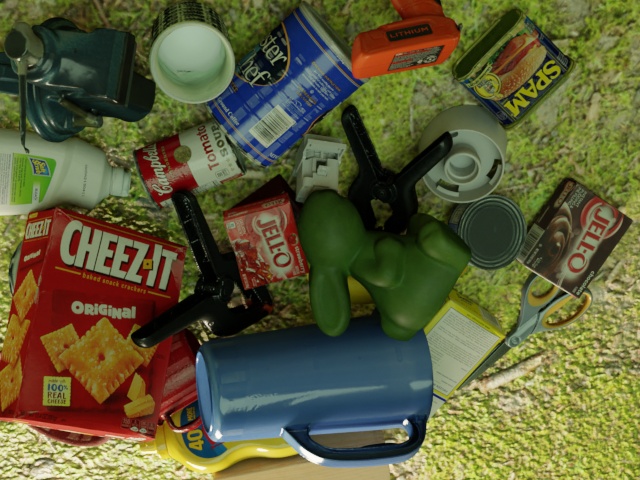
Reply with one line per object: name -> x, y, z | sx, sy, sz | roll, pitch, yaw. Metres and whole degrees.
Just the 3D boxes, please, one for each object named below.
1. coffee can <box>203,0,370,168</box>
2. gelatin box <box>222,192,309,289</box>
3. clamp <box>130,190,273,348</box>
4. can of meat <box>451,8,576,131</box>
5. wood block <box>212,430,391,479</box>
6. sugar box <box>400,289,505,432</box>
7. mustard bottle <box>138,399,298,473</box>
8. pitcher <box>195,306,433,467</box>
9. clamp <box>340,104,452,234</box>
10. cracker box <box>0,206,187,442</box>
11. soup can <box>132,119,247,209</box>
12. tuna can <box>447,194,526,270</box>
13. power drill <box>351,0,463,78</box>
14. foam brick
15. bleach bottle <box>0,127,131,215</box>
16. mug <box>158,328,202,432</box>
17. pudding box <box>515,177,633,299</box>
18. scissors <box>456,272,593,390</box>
coffee can -> -0.035, -0.156, 1.075 | 0.140, 0.103, 0.102 | -40, 115, 12
gelatin box -> -0.057, 0.001, 1.131 | 0.073, 0.030, 0.089 | -15, 117, -1
clamp -> -0.120, 0.059, 1.144 | 0.209, 0.036, 0.164 | 40, 66, -54
can of meat -> 0.202, -0.181, 1.122 | 0.084, 0.057, 0.102 | 40, 104, -20
wood block -> -0.023, 0.278, 1.300 | 0.206, 0.090, 0.091 | -10, 117, -2
sugar box -> 0.129, 0.145, 1.280 | 0.093, 0.048, 0.176 | 33, 112, -21
mustard bottle -> -0.119, 0.222, 1.256 | 0.191, 0.096, 0.058 | -13, 150, 0
pitcher -> -0.005, 0.159, 1.152 | 0.242, 0.149, 0.145 | -5, 102, -15
clamp -> 0.081, -0.062, 1.153 | 0.120, 0.039, 0.171 | 14, 130, 21
cracker box -> -0.234, 0.090, 1.098 | 0.163, 0.072, 0.213 | 19, 73, -38
soup can -> -0.136, -0.082, 1.116 | 0.102, 0.068, 0.068 | -22, 117, 3
tuna can -> 0.186, -0.010, 1.201 | 0.086, 0.034, 0.086 | -2, 97, -19
power drill -> 0.043, -0.250, 1.006 | 0.184, 0.057, 0.188 | -12, 76, -10
foam brick -> -0.057, -0.025, 1.166 | 0.078, 0.051, 0.053 | -34, 115, 9
bleach bottle -> -0.324, -0.065, 1.104 | 0.250, 0.068, 0.103 | 6, 116, -13
mug -> -0.165, 0.161, 1.213 | 0.081, 0.117, 0.093 | -30, 155, 2
pudding box -> 0.289, -0.003, 1.224 | 0.090, 0.039, 0.113 | 30, 101, -20
scissors -> 0.231, 0.101, 1.288 | 0.202, 0.016, 0.096 | -30, 115, 7
